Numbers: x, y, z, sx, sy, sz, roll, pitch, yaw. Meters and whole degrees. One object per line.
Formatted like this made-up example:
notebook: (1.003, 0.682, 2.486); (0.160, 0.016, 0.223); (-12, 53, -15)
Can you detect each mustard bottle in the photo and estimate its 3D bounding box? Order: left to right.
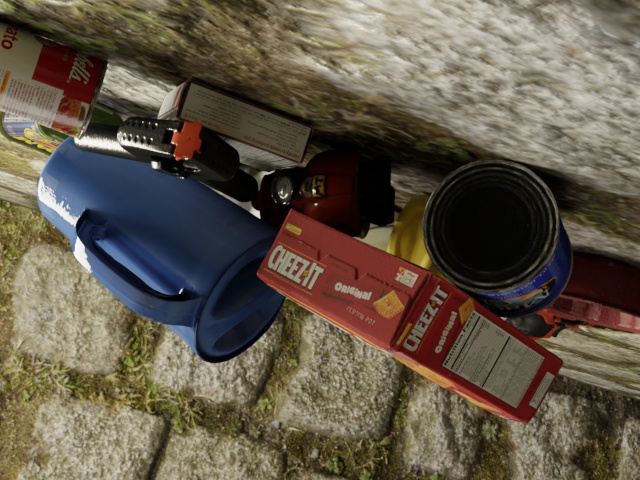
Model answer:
mustard bottle: (0.130, 0.022, 1.089); (0.058, 0.096, 0.191); (9, 171, 28)

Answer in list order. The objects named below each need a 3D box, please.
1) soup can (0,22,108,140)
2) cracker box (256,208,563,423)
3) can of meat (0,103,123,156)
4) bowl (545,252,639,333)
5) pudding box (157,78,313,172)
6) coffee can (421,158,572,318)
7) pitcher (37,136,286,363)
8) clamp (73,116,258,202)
soup can: (-0.228, -0.128, 0.846); (0.102, 0.068, 0.069); (19, 173, -17)
cracker box: (0.075, 0.066, 0.877); (0.164, 0.072, 0.213); (25, 175, 45)
can of meat: (-0.259, -0.117, 1.075); (0.101, 0.057, 0.084); (23, 169, -41)
bowl: (0.289, 0.051, 1.112); (0.162, 0.055, 0.162); (16, 174, 2)
pudding box: (-0.073, -0.093, 0.886); (0.113, 0.039, 0.090); (17, 173, -19)
coffee can: (0.145, 0.002, 0.854); (0.103, 0.103, 0.140); (14, 173, 19)
pitcher: (-0.152, -0.004, 0.972); (0.243, 0.145, 0.149); (34, 163, 26)
clamp: (-0.106, -0.066, 0.849); (0.164, 0.036, 0.210); (17, 175, -18)
